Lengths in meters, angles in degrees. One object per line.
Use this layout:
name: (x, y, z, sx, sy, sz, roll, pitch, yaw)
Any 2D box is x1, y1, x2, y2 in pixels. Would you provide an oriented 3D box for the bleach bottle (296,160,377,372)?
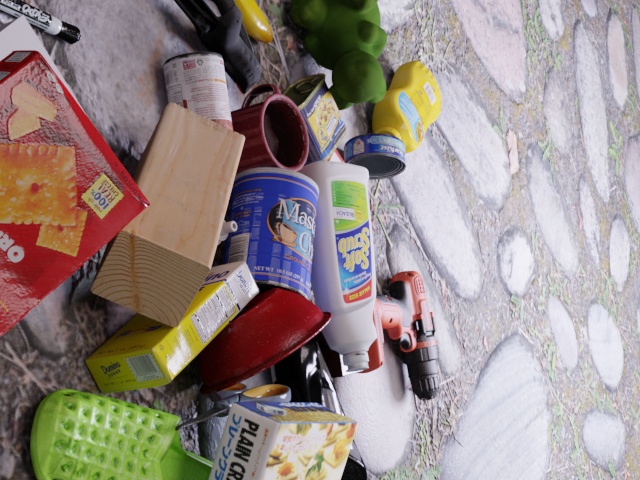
bleach bottle: (0.029, 0.033, 1.290, 0.102, 0.068, 0.251, 6, 69, -46)

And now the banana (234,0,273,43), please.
banana: (-0.111, -0.324, 1.291, 0.069, 0.037, 0.198, -46, 118, -49)

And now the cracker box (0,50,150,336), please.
cracker box: (-0.268, -0.027, 0.864, 0.213, 0.072, 0.164, -45, 120, -23)

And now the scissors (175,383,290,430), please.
scissors: (-0.110, 0.168, 1.097, 0.201, 0.096, 0.016, -3, 97, -53)

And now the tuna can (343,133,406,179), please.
tuna can: (0.074, -0.115, 1.460, 0.086, 0.086, 0.034, 26, 58, -50)

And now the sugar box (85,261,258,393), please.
sugar box: (-0.145, 0.083, 1.068, 0.176, 0.093, 0.048, -50, 121, -51)

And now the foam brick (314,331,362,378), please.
foam brick: (0.014, 0.130, 1.326, 0.051, 0.053, 0.078, -3, 82, -56)

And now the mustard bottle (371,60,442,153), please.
mustard bottle: (0.121, -0.183, 1.575, 0.096, 0.058, 0.191, 63, 36, -25)

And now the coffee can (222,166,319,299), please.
coffee can: (-0.058, 0.001, 1.212, 0.102, 0.103, 0.140, 33, 55, -47)

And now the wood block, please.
wood block: (-0.145, -0.030, 1.039, 0.090, 0.091, 0.206, 24, 39, -13)

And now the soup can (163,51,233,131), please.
soup can: (-0.134, -0.150, 1.177, 0.068, 0.069, 0.102, -1, 80, -56)

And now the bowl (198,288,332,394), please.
bowl: (-0.070, 0.096, 1.124, 0.055, 0.162, 0.161, 60, 36, -6)

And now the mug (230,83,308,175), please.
mug: (-0.072, -0.128, 1.249, 0.093, 0.082, 0.117, 24, 61, -51)

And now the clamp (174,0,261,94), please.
clamp: (-0.109, -0.228, 1.192, 0.036, 0.165, 0.210, -43, 142, -6)

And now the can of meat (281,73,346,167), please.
can of meat: (-0.014, -0.152, 1.367, 0.084, 0.058, 0.102, 63, 36, -25)

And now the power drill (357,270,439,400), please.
power drill: (0.098, 0.134, 1.450, 0.187, 0.057, 0.184, 0, 76, -59)

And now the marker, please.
marker: (-0.278, -0.216, 1.026, 0.120, 0.020, 0.020, 19, 65, -52)
